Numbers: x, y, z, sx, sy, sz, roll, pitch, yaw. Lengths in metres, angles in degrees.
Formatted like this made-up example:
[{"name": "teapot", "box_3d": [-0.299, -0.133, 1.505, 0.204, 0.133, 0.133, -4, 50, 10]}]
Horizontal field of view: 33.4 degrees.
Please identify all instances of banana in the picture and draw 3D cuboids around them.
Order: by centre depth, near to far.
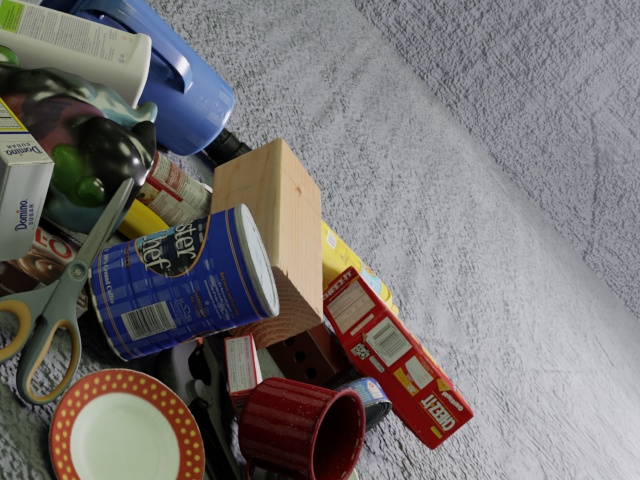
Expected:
[{"name": "banana", "box_3d": [-0.200, -0.021, 1.063, 0.197, 0.037, 0.069, 39, 21, -27]}]

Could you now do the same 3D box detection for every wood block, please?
[{"name": "wood block", "box_3d": [-0.056, 0.001, 1.097, 0.090, 0.090, 0.206, 53, 23, -34]}]

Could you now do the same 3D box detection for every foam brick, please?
[{"name": "foam brick", "box_3d": [-0.012, 0.126, 1.172, 0.078, 0.053, 0.051, 55, 20, 16]}]

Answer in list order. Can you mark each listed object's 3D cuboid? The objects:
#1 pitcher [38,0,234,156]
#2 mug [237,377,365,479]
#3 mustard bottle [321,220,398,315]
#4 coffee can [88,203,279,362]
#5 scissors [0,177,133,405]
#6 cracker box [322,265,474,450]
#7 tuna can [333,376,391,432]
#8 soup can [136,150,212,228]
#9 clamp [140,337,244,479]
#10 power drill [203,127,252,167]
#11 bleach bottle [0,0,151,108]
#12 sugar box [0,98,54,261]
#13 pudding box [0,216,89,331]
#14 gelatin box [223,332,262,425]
[{"name": "pitcher", "box_3d": [-0.211, -0.206, 1.240, 0.242, 0.145, 0.149, 39, 26, -34]}, {"name": "mug", "box_3d": [-0.023, 0.175, 0.926, 0.117, 0.082, 0.093, -58, 143, -32]}, {"name": "mustard bottle", "box_3d": [0.038, 0.055, 1.406, 0.191, 0.058, 0.096, 44, 21, -13]}, {"name": "coffee can", "box_3d": [-0.118, 0.037, 0.930, 0.103, 0.140, 0.103, -18, 90, -86]}, {"name": "scissors", "box_3d": [-0.211, 0.027, 0.830, 0.096, 0.016, 0.201, 20, 66, -25]}, {"name": "cracker box", "box_3d": [0.080, 0.131, 1.246, 0.164, 0.072, 0.214, 50, 1, -14]}, {"name": "tuna can", "box_3d": [0.030, 0.180, 1.115, 0.086, 0.086, 0.034, 15, 37, -58]}, {"name": "soup can", "box_3d": [-0.162, -0.045, 1.143, 0.102, 0.069, 0.068, 38, 22, -30]}, {"name": "clamp", "box_3d": [-0.120, 0.141, 0.932, 0.120, 0.039, 0.171, 42, 21, -42]}, {"name": "power drill", "box_3d": [-0.095, -0.060, 1.332, 0.184, 0.057, 0.187, 44, 20, -15]}, {"name": "bleach bottle", "box_3d": [-0.299, -0.204, 1.068, 0.250, 0.068, 0.102, 18, 34, -18]}, {"name": "sugar box", "box_3d": [-0.275, -0.071, 0.840, 0.048, 0.093, 0.176, -10, 44, -45]}, {"name": "pudding box", "box_3d": [-0.247, 0.014, 0.893, 0.113, 0.039, 0.090, 39, 22, -27]}, {"name": "gelatin box", "box_3d": [-0.069, 0.142, 0.999, 0.089, 0.030, 0.073, -106, -176, -58]}]
